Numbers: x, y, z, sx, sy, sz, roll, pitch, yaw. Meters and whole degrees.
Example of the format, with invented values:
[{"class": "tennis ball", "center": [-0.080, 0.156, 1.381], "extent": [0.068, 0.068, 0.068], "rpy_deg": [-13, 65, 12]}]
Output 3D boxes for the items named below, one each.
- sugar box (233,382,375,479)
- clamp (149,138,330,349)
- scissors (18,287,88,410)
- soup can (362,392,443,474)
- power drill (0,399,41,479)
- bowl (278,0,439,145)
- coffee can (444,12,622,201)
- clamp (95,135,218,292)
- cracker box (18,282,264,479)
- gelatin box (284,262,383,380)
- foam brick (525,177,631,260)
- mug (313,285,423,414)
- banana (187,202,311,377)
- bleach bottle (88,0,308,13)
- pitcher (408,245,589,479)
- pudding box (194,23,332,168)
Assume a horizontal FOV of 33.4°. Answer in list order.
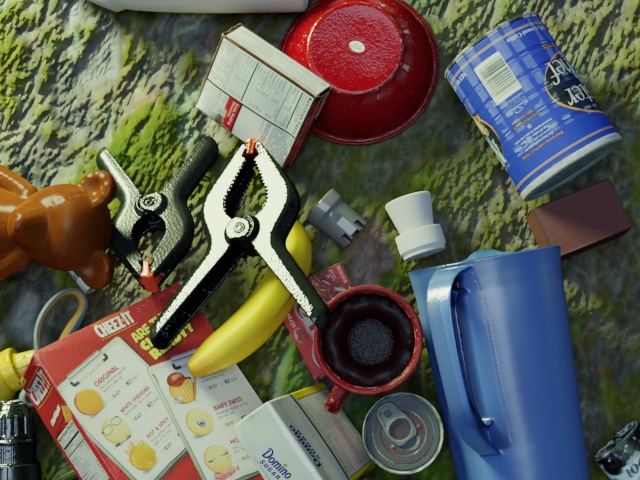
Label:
[{"class": "sugar box", "center": [-0.010, 0.176, 0.908], "extent": [0.048, 0.176, 0.093], "rpy_deg": [-38, 79, 12]}, {"class": "clamp", "center": [-0.056, 0.001, 0.946], "extent": [0.165, 0.036, 0.210], "rpy_deg": [-1, 60, 21]}, {"class": "scissors", "center": [-0.249, 0.144, 0.995], "extent": [0.096, 0.016, 0.202], "rpy_deg": [22, 83, -26]}, {"class": "soup can", "center": [0.073, 0.169, 0.941], "extent": [0.068, 0.102, 0.068], "rpy_deg": [-1, 81, 5]}, {"class": "power drill", "center": [-0.335, 0.234, 0.932], "extent": [0.187, 0.057, 0.184], "rpy_deg": [-3, 83, 5]}, {"class": "bowl", "center": [0.034, -0.176, 1.025], "extent": [0.162, 0.055, 0.162], "rpy_deg": [-1, 81, 4]}, {"class": "coffee can", "center": [0.194, -0.121, 0.977], "extent": [0.103, 0.103, 0.140], "rpy_deg": [-31, 79, 0]}, {"class": "clamp", "center": [-0.166, -0.031, 1.005], "extent": [0.120, 0.039, 0.171], "rpy_deg": [-2, 52, 14]}, {"class": "cracker box", "center": [-0.137, 0.165, 0.939], "extent": [0.163, 0.072, 0.214], "rpy_deg": [-27, 75, -40]}, {"class": "gelatin box", "center": [0.007, 0.076, 0.999], "extent": [0.073, 0.030, 0.089], "rpy_deg": [-27, 79, 0]}, {"class": "foam brick", "center": [0.237, -0.017, 0.982], "extent": [0.078, 0.053, 0.051], "rpy_deg": [-22, 79, 1]}, {"class": "mug", "center": [0.037, 0.099, 0.936], "extent": [0.093, 0.081, 0.117], "rpy_deg": [26, 86, 6]}, {"class": "banana", "center": [-0.053, 0.047, 0.974], "extent": [0.070, 0.037, 0.197], "rpy_deg": [4, 51, 27]}, {"class": "bleach bottle", "center": [-0.136, -0.274, 1.053], "extent": [0.251, 0.068, 0.102], "rpy_deg": [2, 67, 10]}, {"class": "pitcher", "center": [0.155, 0.129, 0.917], "extent": [0.149, 0.145, 0.243], "rpy_deg": [-9, 86, -14]}, {"class": "pudding box", "center": [-0.055, -0.136, 1.012], "extent": [0.113, 0.039, 0.090], "rpy_deg": [34, 126, 8]}]
